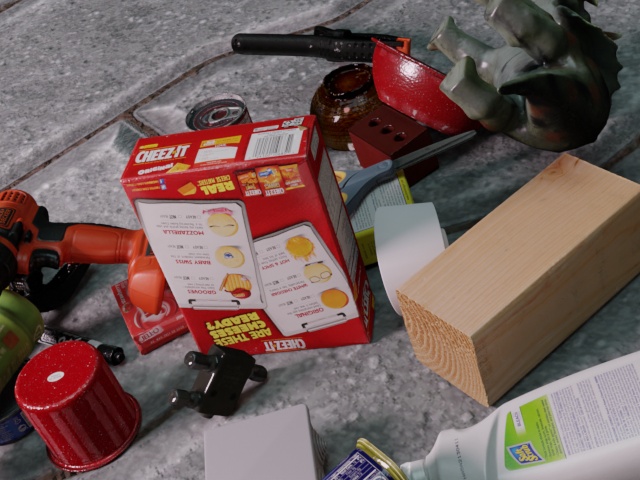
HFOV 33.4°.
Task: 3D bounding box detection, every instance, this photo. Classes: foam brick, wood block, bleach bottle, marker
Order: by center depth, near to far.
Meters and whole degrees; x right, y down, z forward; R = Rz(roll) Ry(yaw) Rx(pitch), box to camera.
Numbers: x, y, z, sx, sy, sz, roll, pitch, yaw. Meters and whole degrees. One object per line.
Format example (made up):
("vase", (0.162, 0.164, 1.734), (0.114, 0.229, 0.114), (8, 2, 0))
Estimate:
("bleach bottle", (0.182, 0.142, 0.786), (0.251, 0.068, 0.102), (-17, 39, 9))
("wood block", (0.174, 0.030, 0.896), (0.205, 0.090, 0.091), (-37, 42, -20))
("marker", (-0.239, 0.102, 1.050), (0.121, 0.020, 0.020), (11, 49, 33))
("foam brick", (0.076, -0.097, 1.114), (0.053, 0.051, 0.078), (-36, 42, -17))

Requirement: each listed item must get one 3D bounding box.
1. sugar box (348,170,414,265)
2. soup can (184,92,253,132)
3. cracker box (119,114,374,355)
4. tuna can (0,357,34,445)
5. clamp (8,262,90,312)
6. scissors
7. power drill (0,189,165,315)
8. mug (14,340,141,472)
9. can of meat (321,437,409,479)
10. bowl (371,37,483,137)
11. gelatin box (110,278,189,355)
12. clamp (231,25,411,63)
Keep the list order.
("sugar box", (0.008, -0.008, 1.048), (0.176, 0.048, 0.093), (-19, 37, 7))
("soup can", (-0.097, -0.098, 1.151), (0.068, 0.102, 0.068), (-12, 40, 10))
("cracker box", (-0.056, 0.001, 0.931), (0.164, 0.213, 0.072), (-7, 39, 16))
("tuna can", (-0.299, 0.151, 1.008), (0.086, 0.033, 0.086), (-12, 40, 10))
("clamp", (-0.303, 0.053, 1.082), (0.039, 0.120, 0.171), (14, 20, 40))
("scissors", (0.056, -0.055, 1.028), (0.202, 0.016, 0.096), (-14, 37, 12))
("power drill", (-0.236, 0.020, 0.996), (0.187, 0.057, 0.184), (10, 33, -6))
("mug", (-0.223, 0.138, 0.951), (0.093, 0.081, 0.117), (-35, 41, -17))
("can of meat", (0.025, 0.204, 0.752), (0.083, 0.102, 0.058), (-39, 43, -18))
("bowl", (0.114, -0.152, 1.117), (0.162, 0.161, 0.055), (39, 105, 47))
("gelatin box", (-0.160, 0.062, 1.051), (0.073, 0.030, 0.089), (-27, 39, -7))
("clamp", (0.011, -0.228, 1.247), (0.164, 0.036, 0.210), (-16, 23, -41))
